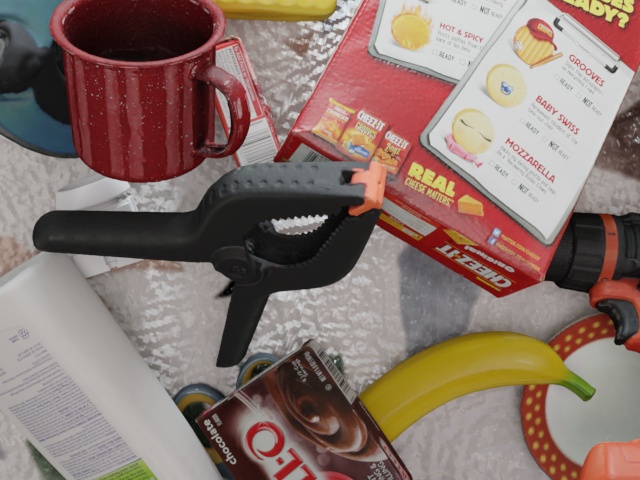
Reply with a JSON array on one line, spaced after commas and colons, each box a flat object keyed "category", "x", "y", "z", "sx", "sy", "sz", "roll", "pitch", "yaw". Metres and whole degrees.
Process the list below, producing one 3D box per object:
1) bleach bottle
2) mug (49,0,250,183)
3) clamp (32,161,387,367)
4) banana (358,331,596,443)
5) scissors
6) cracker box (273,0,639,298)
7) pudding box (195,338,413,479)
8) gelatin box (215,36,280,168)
[{"category": "bleach bottle", "x": -0.131, "y": 0.129, "z": 0.677, "sx": 0.103, "sy": 0.068, "sz": 0.251, "roll": -26, "pitch": 105, "yaw": 34}, {"category": "mug", "x": -0.089, "y": -0.082, "z": 0.588, "sx": 0.117, "sy": 0.093, "sz": 0.081, "roll": 22, "pitch": 133, "yaw": 20}, {"category": "clamp", "x": -0.054, "y": 0.001, "z": 0.605, "sx": 0.164, "sy": 0.036, "sz": 0.210, "roll": 32, "pitch": 138, "yaw": -28}, {"category": "banana", "x": 0.074, "y": 0.106, "z": 0.694, "sx": 0.198, "sy": 0.037, "sz": 0.069, "roll": -23, "pitch": 75, "yaw": 9}, {"category": "scissors", "x": -0.050, "y": 0.175, "z": 0.714, "sx": 0.096, "sy": 0.016, "sz": 0.202, "roll": -1, "pitch": 95, "yaw": -1}, {"category": "cracker box", "x": 0.092, "y": -0.098, "z": 0.636, "sx": 0.164, "sy": 0.072, "sz": 0.213, "roll": 30, "pitch": 72, "yaw": -7}, {"category": "pudding box", "x": -0.009, "y": 0.132, "z": 0.671, "sx": 0.090, "sy": 0.039, "sz": 0.113, "roll": -35, "pitch": 85, "yaw": 10}, {"category": "gelatin box", "x": -0.047, "y": -0.078, "z": 0.661, "sx": 0.030, "sy": 0.073, "sz": 0.089, "roll": -20, "pitch": 95, "yaw": -2}]
